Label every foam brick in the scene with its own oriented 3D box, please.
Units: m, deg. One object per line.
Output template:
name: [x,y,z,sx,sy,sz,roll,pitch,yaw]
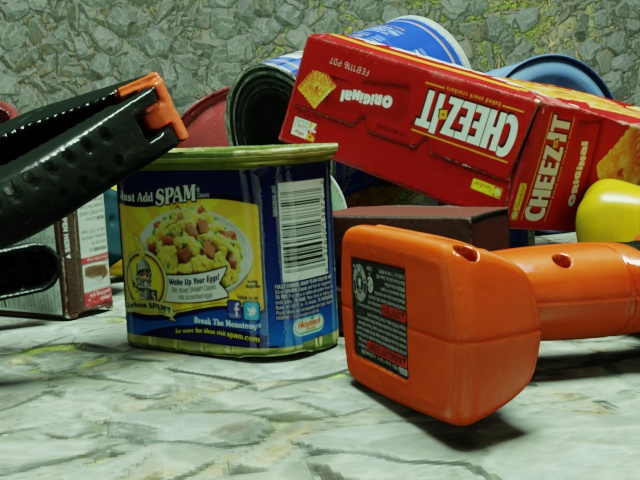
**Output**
foam brick: [0.040,0.012,0.469,0.078,0.053,0.051,0,7,30]

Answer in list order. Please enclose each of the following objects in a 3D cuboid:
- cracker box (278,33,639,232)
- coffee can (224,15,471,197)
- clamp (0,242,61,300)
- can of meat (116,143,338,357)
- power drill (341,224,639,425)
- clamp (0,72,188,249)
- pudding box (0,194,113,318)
cracker box: [0.111,-0.059,0.617,0.213,0.072,0.164,3,16,-46]
coffee can: [0.022,-0.086,0.717,0.140,0.103,0.103,-25,19,-38]
clamp: [-0.209,0.028,0.494,0.172,0.039,0.120,-1,8,19]
can of meat: [-0.041,0.002,0.454,0.102,0.084,0.057,2,8,38]
power drill: [0.113,0.021,0.353,0.187,0.057,0.185,-2,2,-19]
clamp: [-0.153,-0.006,0.415,0.210,0.036,0.164,-21,26,7]
pudding box: [-0.167,-0.007,0.569,0.114,0.090,0.039,2,11,33]
